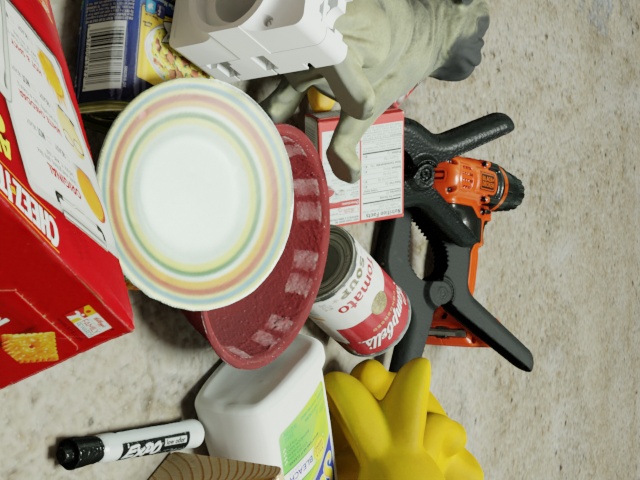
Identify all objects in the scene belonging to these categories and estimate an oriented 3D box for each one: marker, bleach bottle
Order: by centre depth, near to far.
[{"bbox_3d":[-0.115,0.124,0.655,0.120,0.020,0.020,6,87,-58],"label":"marker"},{"bbox_3d":[-0.020,0.198,0.778,0.102,0.068,0.251,-45,131,-49],"label":"bleach bottle"}]

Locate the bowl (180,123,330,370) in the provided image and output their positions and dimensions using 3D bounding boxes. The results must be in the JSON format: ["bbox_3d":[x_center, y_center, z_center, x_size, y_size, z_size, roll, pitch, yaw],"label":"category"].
[{"bbox_3d":[-0.055,0.001,0.703,0.161,0.055,0.162,-30,125,-56],"label":"bowl"}]

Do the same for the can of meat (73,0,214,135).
[{"bbox_3d":[-0.100,-0.104,0.635,0.102,0.058,0.084,15,76,-59],"label":"can of meat"}]

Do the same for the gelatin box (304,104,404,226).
[{"bbox_3d":[0.026,-0.057,0.825,0.073,0.030,0.089,-10,114,-21],"label":"gelatin box"}]

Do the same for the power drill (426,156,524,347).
[{"bbox_3d":[0.152,0.012,1.056,0.184,0.057,0.187,7,83,-55],"label":"power drill"}]

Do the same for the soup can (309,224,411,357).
[{"bbox_3d":[0.019,0.039,0.827,0.102,0.069,0.068,46,53,-49],"label":"soup can"}]

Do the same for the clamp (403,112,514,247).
[{"bbox_3d":[0.087,-0.068,0.889,0.171,0.039,0.120,17,94,-34],"label":"clamp"}]

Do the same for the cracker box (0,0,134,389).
[{"bbox_3d":[-0.157,-0.071,0.414,0.164,0.072,0.214,59,7,-53],"label":"cracker box"}]

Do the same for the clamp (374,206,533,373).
[{"bbox_3d":[0.109,0.049,0.952,0.164,0.036,0.210,-11,91,-27],"label":"clamp"}]
